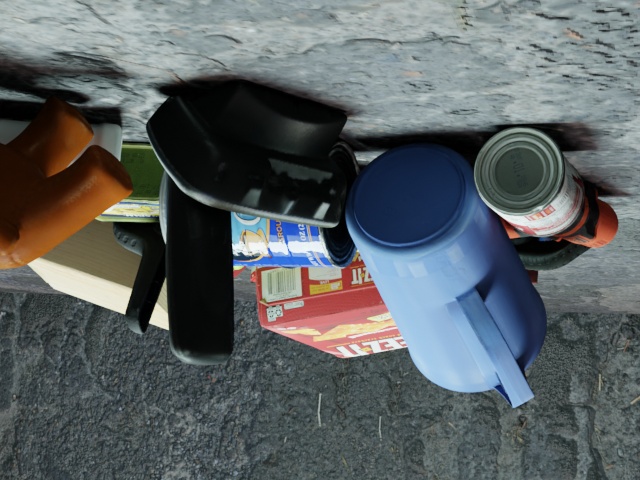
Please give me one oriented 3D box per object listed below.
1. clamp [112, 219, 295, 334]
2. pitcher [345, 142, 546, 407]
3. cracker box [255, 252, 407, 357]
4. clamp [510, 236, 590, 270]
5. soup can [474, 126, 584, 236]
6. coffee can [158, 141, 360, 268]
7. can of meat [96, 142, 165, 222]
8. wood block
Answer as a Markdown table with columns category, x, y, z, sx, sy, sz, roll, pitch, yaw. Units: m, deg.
| category | x | y | z | sx | sy | sz | roll | pitch | yaw |
| --- | --- | --- | --- | --- | --- | --- | --- | --- | --- |
| clamp | -0.142 | 0.001 | 0.985 | 0.164 | 0.036 | 0.210 | -27 | -137 | -25 |
| pitcher | 0.112 | 0.032 | 0.904 | 0.149 | 0.145 | 0.242 | 11 | 155 | 28 |
| cracker box | 0.049 | 0.070 | 1.153 | 0.164 | 0.072 | 0.213 | -12 | 161 | 21 |
| clamp | 0.204 | -0.005 | 1.120 | 0.171 | 0.120 | 0.039 | -14 | 140 | 10 |
| soup can | 0.160 | -0.043 | 0.809 | 0.069 | 0.068 | 0.102 | 0 | 172 | 21 |
| coffee can | -0.047 | -0.029 | 0.877 | 0.140 | 0.103 | 0.102 | 0 | 173 | 22 |
| can of meat | -0.166 | -0.051 | 0.939 | 0.102 | 0.057 | 0.084 | 2 | 171 | 3 |
| wood block | -0.206 | 0.019 | 1.108 | 0.206 | 0.090 | 0.090 | 15 | 155 | 33 |
